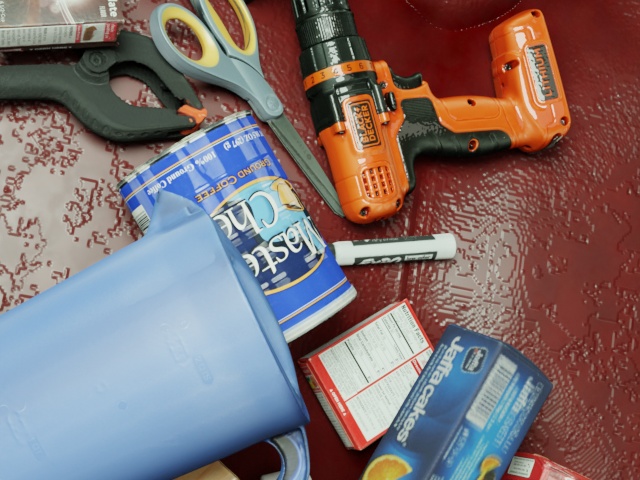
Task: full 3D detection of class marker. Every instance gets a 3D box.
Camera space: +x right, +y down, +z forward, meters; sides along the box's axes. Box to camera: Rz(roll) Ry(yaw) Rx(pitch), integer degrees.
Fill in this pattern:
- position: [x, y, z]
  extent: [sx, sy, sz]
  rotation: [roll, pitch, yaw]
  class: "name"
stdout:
- position: [0.039, 0.008, 0.771]
  extent: [0.121, 0.020, 0.020]
  rotation: [-3, 83, -17]
  class: "marker"

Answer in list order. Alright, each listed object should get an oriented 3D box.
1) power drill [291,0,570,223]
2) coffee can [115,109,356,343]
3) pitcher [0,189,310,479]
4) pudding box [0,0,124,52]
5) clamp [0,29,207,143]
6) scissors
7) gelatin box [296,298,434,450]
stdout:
- position: [0.079, -0.117, 0.783]
  extent: [0.187, 0.057, 0.184]
  rotation: [-13, 88, -16]
  class: "power drill"
- position: [-0.055, 0.001, 0.700]
  extent: [0.102, 0.103, 0.140]
  rotation: [-31, 91, -19]
  class: "coffee can"
- position: [-0.131, 0.098, 0.576]
  extent: [0.243, 0.149, 0.145]
  rotation: [-26, 135, -2]
  class: "pitcher"
- position: [-0.181, -0.179, 0.689]
  extent: [0.090, 0.039, 0.113]
  rotation: [-7, 75, -17]
  class: "pudding box"
- position: [-0.163, -0.110, 0.716]
  extent: [0.171, 0.039, 0.120]
  rotation: [34, 73, -6]
  class: "clamp"
- position: [-0.053, -0.096, 0.745]
  extent: [0.096, 0.016, 0.202]
  rotation: [-24, 90, -44]
  class: "scissors"
- position: [0.040, 0.094, 0.753]
  extent: [0.089, 0.030, 0.073]
  rotation: [-30, 91, -21]
  class: "gelatin box"
